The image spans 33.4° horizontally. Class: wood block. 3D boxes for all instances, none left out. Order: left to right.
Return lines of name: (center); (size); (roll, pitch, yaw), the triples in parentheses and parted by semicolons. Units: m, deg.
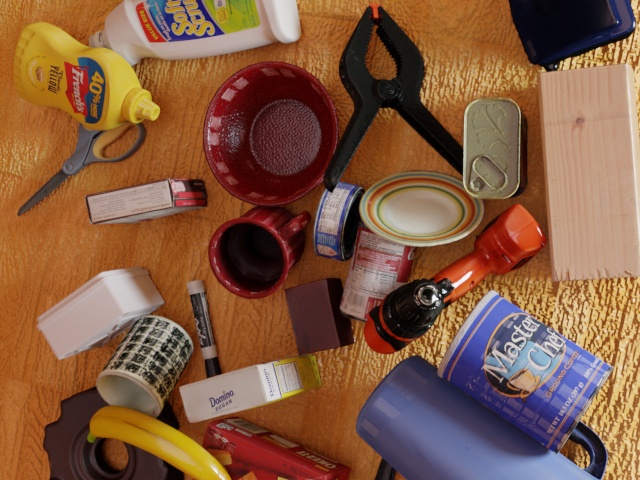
wood block: (0.275, -0.065, 1.073); (0.091, 0.090, 0.206); (-4, 90, 20)

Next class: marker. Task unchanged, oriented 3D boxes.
marker: (-0.136, 0.106, 1.252); (0.020, 0.020, 0.121); (-13, 87, 18)

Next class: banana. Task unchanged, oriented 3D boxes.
banana: (-0.186, 0.223, 1.185); (0.198, 0.069, 0.037); (15, 55, 26)

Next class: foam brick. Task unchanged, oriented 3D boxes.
foam brick: (-0.001, 0.084, 1.189); (0.053, 0.051, 0.078); (-13, 86, 19)

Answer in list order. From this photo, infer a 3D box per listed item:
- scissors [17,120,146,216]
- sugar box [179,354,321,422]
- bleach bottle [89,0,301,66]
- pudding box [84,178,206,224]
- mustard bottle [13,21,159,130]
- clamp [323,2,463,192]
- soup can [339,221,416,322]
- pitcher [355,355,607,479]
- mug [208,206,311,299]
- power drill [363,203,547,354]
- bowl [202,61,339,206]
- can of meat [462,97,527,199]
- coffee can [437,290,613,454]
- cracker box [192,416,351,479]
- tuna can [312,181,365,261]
scissors: (-0.306, -0.111, 1.308); (0.202, 0.016, 0.096); (-23, 82, 17)
sugar box: (-0.071, 0.158, 1.148); (0.093, 0.176, 0.048); (-18, 85, 18)
bleach bottle: (-0.153, -0.248, 1.232); (0.251, 0.068, 0.102); (-12, 89, 21)
pudding box: (-0.200, -0.046, 1.235); (0.114, 0.090, 0.039); (-12, 87, 19)
mustard bottle: (-0.271, -0.182, 1.253); (0.192, 0.058, 0.096); (24, 118, 19)
clamp: (0.081, -0.153, 1.151); (0.164, 0.036, 0.210); (0, 78, -11)
soup can: (0.063, 0.036, 1.158); (0.069, 0.068, 0.102); (15, 96, 18)
pitcher: (0.165, 0.223, 1.104); (0.243, 0.149, 0.145); (38, 117, 18)
mug: (-0.058, 0.001, 1.180); (0.117, 0.081, 0.093); (-36, 94, 25)
power drill: (0.133, 0.038, 1.061); (0.187, 0.185, 0.057); (-32, 83, -18)
bowl: (-0.048, -0.118, 1.200); (0.162, 0.055, 0.162); (0, 91, 19)
can of meat: (0.184, -0.093, 1.106); (0.057, 0.083, 0.102); (1, 91, 18)
coffee can: (0.202, 0.129, 1.057); (0.140, 0.102, 0.103); (33, 101, 16)
cracker box: (-0.075, 0.327, 1.194); (0.164, 0.072, 0.214); (19, 96, 29)
tuna can: (0.022, -0.021, 1.162); (0.034, 0.086, 0.086); (13, 95, 16)
